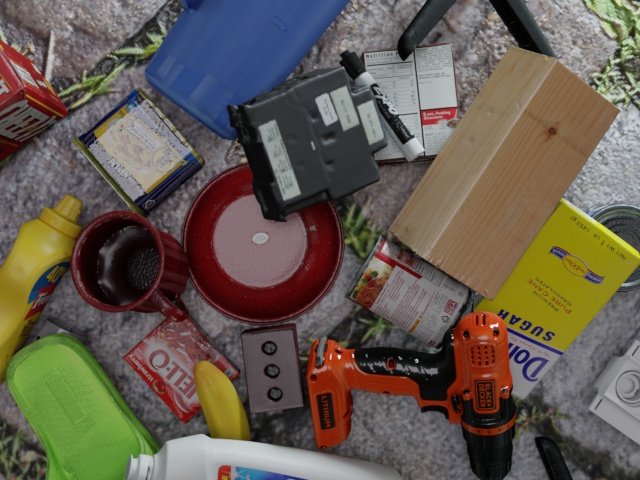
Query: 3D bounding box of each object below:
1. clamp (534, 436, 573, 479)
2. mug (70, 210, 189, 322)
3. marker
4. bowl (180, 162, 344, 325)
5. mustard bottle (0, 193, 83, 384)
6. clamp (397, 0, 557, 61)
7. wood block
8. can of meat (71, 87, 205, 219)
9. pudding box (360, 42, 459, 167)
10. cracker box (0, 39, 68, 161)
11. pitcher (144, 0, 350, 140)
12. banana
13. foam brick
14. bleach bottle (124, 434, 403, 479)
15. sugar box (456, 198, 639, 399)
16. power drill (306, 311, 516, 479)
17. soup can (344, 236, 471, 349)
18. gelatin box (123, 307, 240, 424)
[{"bbox_3d":[0.242,0.269,1.016,0.171,0.039,0.120,28,93,-5],"label":"clamp"},{"bbox_3d":[-0.165,0.032,0.996,0.117,0.081,0.093,42,93,17],"label":"mug"},{"bbox_3d":[0.056,-0.128,1.002,0.020,0.020,0.121,-34,86,-1],"label":"marker"},{"bbox_3d":[-0.057,0.001,1.020,0.162,0.055,0.162,0,88,0],"label":"bowl"},{"bbox_3d":[-0.279,0.043,1.000,0.058,0.096,0.191,30,88,2],"label":"mustard bottle"},{"bbox_3d":[0.142,-0.254,1.018,0.164,0.036,0.210,-2,81,-20],"label":"clamp"},{"bbox_3d":[0.166,-0.062,0.978,0.090,0.090,0.206,31,95,-24],"label":"wood block"},{"bbox_3d":[-0.173,-0.084,1.024,0.084,0.057,0.102,-41,89,-3],"label":"can of meat"},{"bbox_3d":[0.087,-0.130,1.032,0.090,0.039,0.113,-5,86,2],"label":"pudding box"},{"bbox_3d":[-0.348,-0.088,0.972,0.213,0.164,0.072,-36,90,0],"label":"cracker box"},{"bbox_3d":[-0.062,-0.223,0.990,0.149,0.145,0.243,37,92,13],"label":"pitcher"},{"bbox_3d":[-0.092,0.206,1.006,0.037,0.069,0.198,7,98,34],"label":"banana"},{"bbox_3d":[-0.045,0.121,1.015,0.053,0.051,0.078,-8,91,0],"label":"foam brick"},{"bbox_3d":[-0.054,0.236,0.969,0.250,0.068,0.102,12,99,-15],"label":"bleach bottle"},{"bbox_3d":[0.206,0.055,0.998,0.093,0.048,0.176,36,103,2],"label":"sugar box"},{"bbox_3d":[0.087,0.152,0.992,0.188,0.057,0.184,-4,117,8],"label":"power drill"},{"bbox_3d":[0.083,0.050,1.010,0.102,0.068,0.068,30,89,1],"label":"soup can"},{"bbox_3d":[-0.132,0.120,1.029,0.073,0.030,0.089,-42,88,-1],"label":"gelatin box"}]
